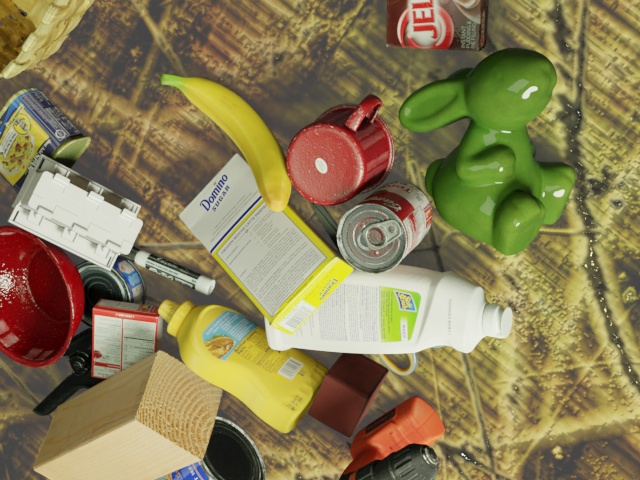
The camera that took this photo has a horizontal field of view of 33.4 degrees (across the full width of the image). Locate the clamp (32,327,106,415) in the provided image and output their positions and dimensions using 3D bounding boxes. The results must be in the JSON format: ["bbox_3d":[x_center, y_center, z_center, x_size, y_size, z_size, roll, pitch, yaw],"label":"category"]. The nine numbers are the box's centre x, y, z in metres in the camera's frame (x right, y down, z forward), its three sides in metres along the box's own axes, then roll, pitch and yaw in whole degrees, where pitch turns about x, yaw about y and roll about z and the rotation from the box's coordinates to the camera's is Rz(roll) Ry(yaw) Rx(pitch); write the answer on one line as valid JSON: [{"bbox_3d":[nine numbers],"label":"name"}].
[{"bbox_3d":[-0.281,0.132,1.239,0.172,0.039,0.120,-17,103,18],"label":"clamp"}]

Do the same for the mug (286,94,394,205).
[{"bbox_3d":[0.023,-0.090,1.033,0.093,0.081,0.117,38,115,7],"label":"mug"}]

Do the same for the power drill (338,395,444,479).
[{"bbox_3d":[0.061,0.223,1.053,0.185,0.187,0.057,-38,89,27],"label":"power drill"}]

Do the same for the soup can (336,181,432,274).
[{"bbox_3d":[0.064,-0.015,1.028,0.069,0.102,0.068,6,107,19],"label":"soup can"}]

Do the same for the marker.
[{"bbox_3d":[-0.173,0.030,1.178,0.121,0.020,0.020,22,112,14],"label":"marker"}]

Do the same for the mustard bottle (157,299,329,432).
[{"bbox_3d":[-0.090,0.120,1.129,0.192,0.096,0.058,32,126,9],"label":"mustard bottle"}]

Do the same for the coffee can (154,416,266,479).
[{"bbox_3d":[-0.145,0.277,1.193,0.140,0.102,0.103,-42,88,25],"label":"coffee can"}]

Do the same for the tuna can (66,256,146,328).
[{"bbox_3d":[-0.242,0.058,1.204,0.086,0.033,0.086,6,107,19],"label":"tuna can"}]

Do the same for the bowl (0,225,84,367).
[{"bbox_3d":[-0.315,0.056,1.185,0.162,0.055,0.162,10,109,31],"label":"bowl"}]

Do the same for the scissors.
[{"bbox_3d":[0.068,0.042,1.090,0.096,0.016,0.202,-17,99,26],"label":"scissors"}]

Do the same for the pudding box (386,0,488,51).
[{"bbox_3d":[0.108,-0.233,0.982,0.090,0.039,0.113,6,107,20],"label":"pudding box"}]

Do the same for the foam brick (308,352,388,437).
[{"bbox_3d":[0.029,0.157,1.106,0.051,0.078,0.053,28,113,9],"label":"foam brick"}]

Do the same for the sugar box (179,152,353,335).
[{"bbox_3d":[-0.057,0.001,1.061,0.093,0.048,0.176,-46,55,5],"label":"sugar box"}]

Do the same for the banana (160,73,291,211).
[{"bbox_3d":[-0.080,-0.103,1.066,0.198,0.069,0.037,47,141,23],"label":"banana"}]

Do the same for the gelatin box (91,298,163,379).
[{"bbox_3d":[-0.213,0.113,1.177,0.073,0.030,0.089,8,112,5],"label":"gelatin box"}]

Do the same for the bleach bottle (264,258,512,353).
[{"bbox_3d":[0.065,0.073,1.049,0.251,0.068,0.102,6,110,30],"label":"bleach bottle"}]

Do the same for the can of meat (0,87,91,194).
[{"bbox_3d":[-0.317,-0.105,1.173,0.084,0.057,0.102,46,115,5],"label":"can of meat"}]

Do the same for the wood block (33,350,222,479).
[{"bbox_3d":[-0.211,0.207,1.164,0.090,0.090,0.207,36,136,-25],"label":"wood block"}]
